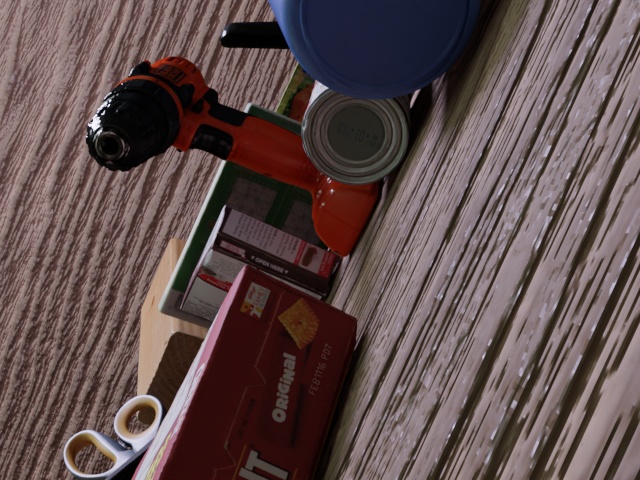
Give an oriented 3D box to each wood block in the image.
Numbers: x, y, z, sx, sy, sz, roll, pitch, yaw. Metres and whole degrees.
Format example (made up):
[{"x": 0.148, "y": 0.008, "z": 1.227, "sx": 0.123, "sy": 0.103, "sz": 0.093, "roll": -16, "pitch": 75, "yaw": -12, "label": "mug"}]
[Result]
[{"x": -0.110, "y": 0.086, "z": 0.969, "sx": 0.206, "sy": 0.090, "sz": 0.091, "roll": -110, "pitch": 42, "yaw": -66, "label": "wood block"}]

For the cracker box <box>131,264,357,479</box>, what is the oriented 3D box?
[{"x": -0.063, "y": 0.142, "z": 0.540, "sx": 0.214, "sy": 0.072, "sz": 0.164, "roll": 121, "pitch": 171, "yaw": -47, "label": "cracker box"}]

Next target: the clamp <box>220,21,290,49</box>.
[{"x": 0.022, "y": -0.184, "z": 1.045, "sx": 0.209, "sy": 0.164, "sz": 0.036, "roll": -40, "pitch": -3, "yaw": -38, "label": "clamp"}]

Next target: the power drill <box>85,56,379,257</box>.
[{"x": -0.053, "y": -0.058, "z": 0.714, "sx": 0.057, "sy": 0.187, "sz": 0.184, "roll": -62, "pitch": 4, "yaw": 22, "label": "power drill"}]

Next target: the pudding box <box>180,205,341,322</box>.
[{"x": -0.046, "y": 0.031, "z": 0.772, "sx": 0.114, "sy": 0.090, "sz": 0.039, "roll": 123, "pitch": 168, "yaw": -59, "label": "pudding box"}]

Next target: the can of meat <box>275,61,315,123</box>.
[{"x": 0.006, "y": -0.098, "z": 0.864, "sx": 0.057, "sy": 0.084, "sz": 0.102, "roll": -72, "pitch": 8, "yaw": -55, "label": "can of meat"}]

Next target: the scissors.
[{"x": -0.117, "y": 0.166, "z": 0.796, "sx": 0.202, "sy": 0.016, "sz": 0.096, "roll": 9, "pitch": 47, "yaw": 43, "label": "scissors"}]

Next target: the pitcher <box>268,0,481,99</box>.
[{"x": 0.017, "y": -0.190, "z": 0.648, "sx": 0.145, "sy": 0.149, "sz": 0.243, "roll": -44, "pitch": 27, "yaw": 17, "label": "pitcher"}]

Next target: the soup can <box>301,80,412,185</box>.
[{"x": 0.025, "y": -0.083, "z": 0.691, "sx": 0.102, "sy": 0.068, "sz": 0.069, "roll": -78, "pitch": 13, "yaw": -66, "label": "soup can"}]
